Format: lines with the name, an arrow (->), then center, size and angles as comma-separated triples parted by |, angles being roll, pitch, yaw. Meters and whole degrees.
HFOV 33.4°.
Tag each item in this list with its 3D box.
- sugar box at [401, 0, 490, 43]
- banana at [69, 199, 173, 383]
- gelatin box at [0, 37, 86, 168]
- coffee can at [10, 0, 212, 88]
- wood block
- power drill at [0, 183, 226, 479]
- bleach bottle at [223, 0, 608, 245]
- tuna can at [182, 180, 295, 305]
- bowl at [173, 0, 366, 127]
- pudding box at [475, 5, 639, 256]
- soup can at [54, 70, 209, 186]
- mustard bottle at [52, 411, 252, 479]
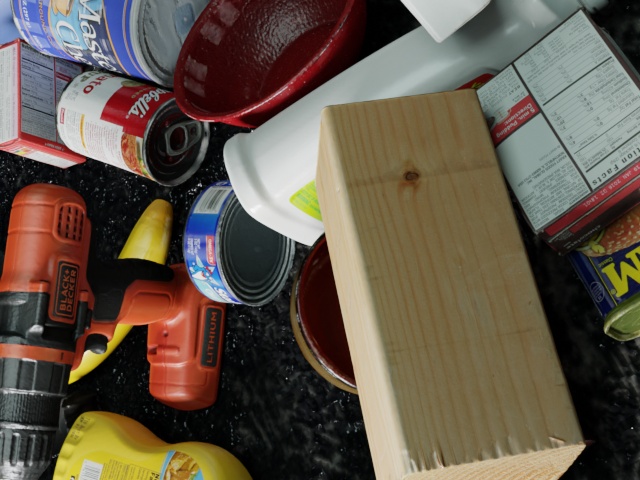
sugar box -> 0.055, -0.186, 0.636 | 0.048, 0.093, 0.176 | -39, 18, 18
banana -> -0.172, 0.054, 0.819 | 0.198, 0.037, 0.070 | -43, 63, 18
gelatin box -> -0.227, -0.110, 0.865 | 0.030, 0.073, 0.089 | -14, 74, 30
coffee can -> -0.152, -0.180, 0.815 | 0.140, 0.102, 0.103 | 19, 90, 33
wood block -> 0.061, 0.031, 0.572 | 0.090, 0.090, 0.206 | -8, 63, -7
power drill -> -0.139, 0.069, 0.707 | 0.057, 0.187, 0.184 | 0, 79, 30
bleach bottle -> 0.065, -0.092, 0.661 | 0.251, 0.102, 0.068 | -34, 56, 22
tuna can -> -0.055, 0.001, 0.728 | 0.034, 0.086, 0.086 | 3, 82, 34
bowl -> -0.024, -0.134, 0.736 | 0.162, 0.055, 0.162 | -26, 44, 27
pudding box -> 0.140, -0.061, 0.589 | 0.090, 0.039, 0.113 | -37, 51, 20
soup can -> -0.144, -0.087, 0.812 | 0.102, 0.068, 0.068 | 20, 91, 34
mustard bottle -> -0.099, 0.184, 0.735 | 0.192, 0.058, 0.096 | 9, 84, 33
